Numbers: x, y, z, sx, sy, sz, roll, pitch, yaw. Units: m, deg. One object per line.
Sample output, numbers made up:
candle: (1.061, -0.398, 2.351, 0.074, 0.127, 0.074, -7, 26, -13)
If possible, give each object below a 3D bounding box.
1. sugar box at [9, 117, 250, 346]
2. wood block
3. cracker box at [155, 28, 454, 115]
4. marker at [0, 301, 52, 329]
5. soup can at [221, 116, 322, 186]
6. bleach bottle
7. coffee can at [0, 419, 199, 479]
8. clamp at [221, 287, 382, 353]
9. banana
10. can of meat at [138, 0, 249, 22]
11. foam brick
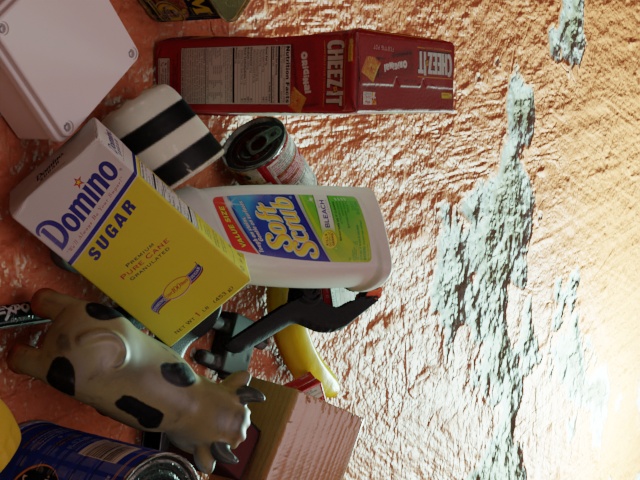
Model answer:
sugar box: (-0.146, -0.003, 0.834, 0.093, 0.048, 0.176, -40, 122, 10)
wood block: (-0.049, 0.244, 1.005, 0.090, 0.090, 0.206, 29, 76, -33)
cracker box: (-0.013, -0.146, 0.940, 0.163, 0.214, 0.072, -10, 102, -54)
marker: (-0.239, 0.058, 0.810, 0.120, 0.020, 0.020, -6, 99, -55)
soup can: (-0.043, -0.062, 1.036, 0.102, 0.069, 0.068, 55, 50, -43)
bleach bottle: (-0.056, 0.001, 0.951, 0.250, 0.068, 0.102, -2, 74, -36)
coffee can: (-0.176, 0.199, 0.811, 0.102, 0.141, 0.103, -10, 103, -55)
clamp: (-0.022, 0.059, 1.029, 0.171, 0.039, 0.120, 12, 80, -21)
banana: (-0.019, 0.101, 1.117, 0.069, 0.037, 0.198, -43, 128, -42)
can of meat: (-0.118, -0.230, 0.892, 0.102, 0.084, 0.057, 55, 51, -43)
foam brick: (-0.104, 0.179, 0.969, 0.051, 0.078, 0.053, 52, 51, -43)
